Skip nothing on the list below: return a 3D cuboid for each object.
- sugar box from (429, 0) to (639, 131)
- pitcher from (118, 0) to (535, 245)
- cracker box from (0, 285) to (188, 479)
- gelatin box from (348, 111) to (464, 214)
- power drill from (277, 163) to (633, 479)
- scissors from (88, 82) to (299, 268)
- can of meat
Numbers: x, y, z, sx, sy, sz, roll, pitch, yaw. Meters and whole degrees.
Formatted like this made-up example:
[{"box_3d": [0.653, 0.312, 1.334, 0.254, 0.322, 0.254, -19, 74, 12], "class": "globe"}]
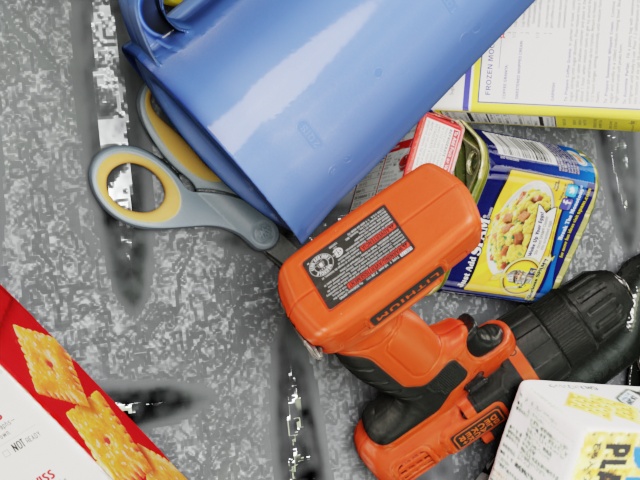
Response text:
[{"box_3d": [0.114, -0.114, 0.614, 0.176, 0.048, 0.093, 6, 87, 17], "class": "sugar box"}, {"box_3d": [0.024, -0.129, 0.534, 0.243, 0.149, 0.145, -43, 87, -4], "class": "pitcher"}, {"box_3d": [-0.178, 0.122, 0.513, 0.164, 0.072, 0.213, -40, 101, 8], "class": "cracker box"}, {"box_3d": [0.045, -0.026, 0.616, 0.030, 0.073, 0.089, 19, 81, -18], "class": "gelatin box"}, {"box_3d": [0.075, 0.043, 0.571, 0.184, 0.057, 0.187, -37, 137, 1], "class": "power drill"}, {"box_3d": [-0.054, 0.001, 0.612, 0.096, 0.016, 0.201, -35, 99, -15], "class": "scissors"}, {"box_3d": [0.106, -0.013, 0.631, 0.083, 0.057, 0.102, 8, 116, -21], "class": "can of meat"}]
